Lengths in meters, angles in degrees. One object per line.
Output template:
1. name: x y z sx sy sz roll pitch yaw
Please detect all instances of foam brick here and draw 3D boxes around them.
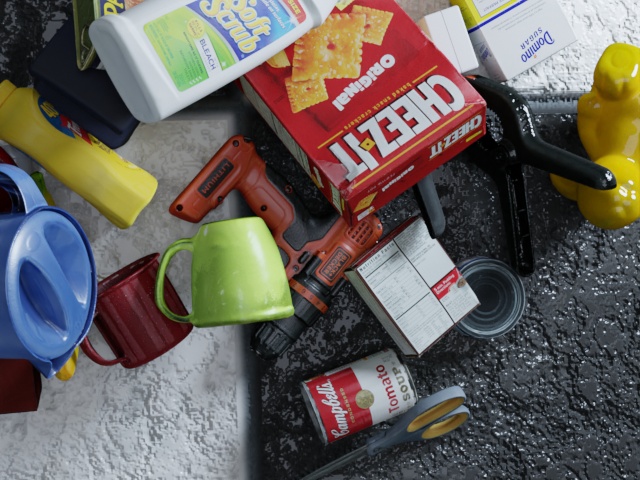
1. foam brick: -0.298 0.120 1.019 0.051 0.053 0.078 -4 109 -8

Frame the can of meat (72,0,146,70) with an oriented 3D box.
1. can of meat: -0.178 -0.201 0.980 0.083 0.058 0.102 5 63 -29

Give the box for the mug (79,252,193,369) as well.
1. mug: -0.182 0.075 1.021 0.117 0.093 0.081 -40 105 -43

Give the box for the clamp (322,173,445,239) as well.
1. clamp: 0.089 -0.077 1.054 0.120 0.039 0.171 25 65 9

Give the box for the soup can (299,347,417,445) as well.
1. soup can: 0.038 0.156 1.074 0.102 0.068 0.068 -20 94 -9

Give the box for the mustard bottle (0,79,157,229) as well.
1. mustard bottle: -0.245 -0.089 1.002 0.191 0.096 0.058 37 96 -13

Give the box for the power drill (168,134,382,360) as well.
1. power drill: -0.057 0.001 1.062 0.187 0.057 0.184 40 82 -10

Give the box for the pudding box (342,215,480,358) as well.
1. pudding box: 0.091 0.045 1.051 0.090 0.039 0.113 -38 96 -15

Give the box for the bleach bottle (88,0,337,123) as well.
1. bleach bottle: -0.075 -0.205 0.953 0.250 0.068 0.102 -36 112 -24

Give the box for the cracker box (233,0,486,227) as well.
1. cracker box: 0.030 -0.146 1.021 0.164 0.072 0.214 -35 68 -7

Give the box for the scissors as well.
1. scissors: 0.072 0.210 1.099 0.202 0.096 0.016 -37 56 20

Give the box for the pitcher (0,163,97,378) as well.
1. pitcher: -0.333 0.031 0.944 0.243 0.145 0.149 -2 59 20

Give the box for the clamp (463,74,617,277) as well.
1. clamp: 0.191 -0.077 1.072 0.036 0.165 0.210 -14 56 -34

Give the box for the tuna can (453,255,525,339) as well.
1. tuna can: 0.168 0.059 1.108 0.086 0.034 0.086 0 91 -9

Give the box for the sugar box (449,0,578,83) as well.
1. sugar box: 0.181 -0.259 1.097 0.093 0.048 0.176 -30 99 -8
